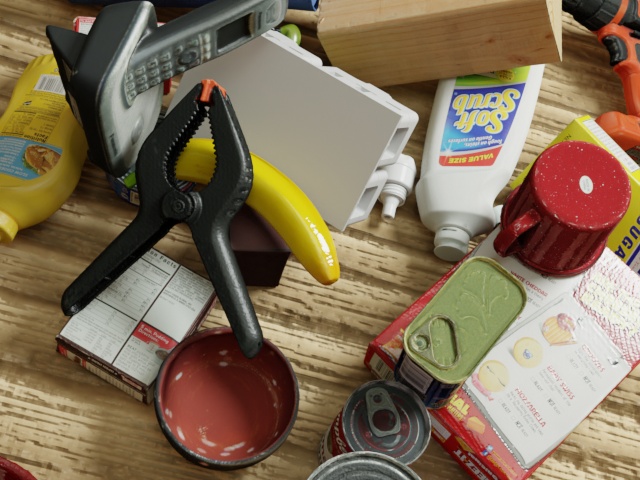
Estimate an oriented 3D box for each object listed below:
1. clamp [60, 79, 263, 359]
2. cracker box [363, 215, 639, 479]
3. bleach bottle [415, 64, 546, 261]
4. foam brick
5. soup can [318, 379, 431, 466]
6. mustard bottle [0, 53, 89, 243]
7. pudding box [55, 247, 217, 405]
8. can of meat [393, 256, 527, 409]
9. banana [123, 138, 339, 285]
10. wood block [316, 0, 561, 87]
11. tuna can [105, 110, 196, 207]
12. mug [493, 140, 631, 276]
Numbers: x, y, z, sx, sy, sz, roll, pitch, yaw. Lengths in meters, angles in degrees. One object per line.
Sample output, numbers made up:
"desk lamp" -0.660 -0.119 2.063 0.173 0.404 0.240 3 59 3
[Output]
"clamp" -0.096 -0.017 0.823 0.165 0.036 0.210 19 88 12
"cracker box" 0.167 0.086 0.896 0.213 0.072 0.164 -40 75 -19
"bleach bottle" 0.150 -0.094 0.997 0.102 0.068 0.250 13 63 4
"foam brick" -0.056 0.001 0.902 0.053 0.078 0.051 2 65 -11
"soup can" 0.039 0.156 0.831 0.068 0.102 0.068 5 64 -10
"mustard bottle" -0.244 -0.070 0.903 0.096 0.058 0.191 12 61 20
"pudding box" -0.149 0.063 0.874 0.090 0.039 0.113 29 60 5
"can of meat" 0.102 0.073 0.810 0.057 0.084 0.102 38 68 12
"banana" -0.060 -0.034 0.854 0.198 0.037 0.069 26 95 17
"wood block" 0.110 -0.210 0.980 0.206 0.090 0.091 -5 58 21
"tuna can" -0.148 -0.071 0.942 0.086 0.034 0.086 5 63 -10
"mug" 0.190 -0.023 0.862 0.117 0.081 0.093 -25 70 -15
